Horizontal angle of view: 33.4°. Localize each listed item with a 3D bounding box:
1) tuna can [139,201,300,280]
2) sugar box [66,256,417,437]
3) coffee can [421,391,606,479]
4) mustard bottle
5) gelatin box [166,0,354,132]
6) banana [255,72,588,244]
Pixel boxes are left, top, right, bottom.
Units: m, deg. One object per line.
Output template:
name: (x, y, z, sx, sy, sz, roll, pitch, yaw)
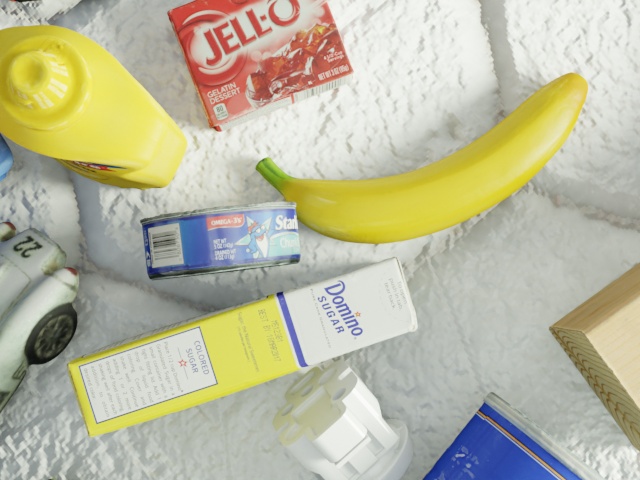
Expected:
tuna can: (-0.054, 0.001, 0.583, 0.086, 0.086, 0.034, -7, 88, 0)
sugar box: (-0.038, 0.056, 0.576, 0.176, 0.093, 0.048, -16, 88, 0)
coffee can: (0.087, 0.167, 0.566, 0.103, 0.103, 0.140, 39, 88, 2)
mustard bottle: (-0.122, -0.066, 0.532, 0.096, 0.191, 0.058, 27, 87, -1)
gelatin box: (-0.034, -0.112, 0.616, 0.089, 0.030, 0.073, -21, 87, -1)
banana: (0.065, -0.040, 0.609, 0.198, 0.037, 0.069, -15, 88, -1)
